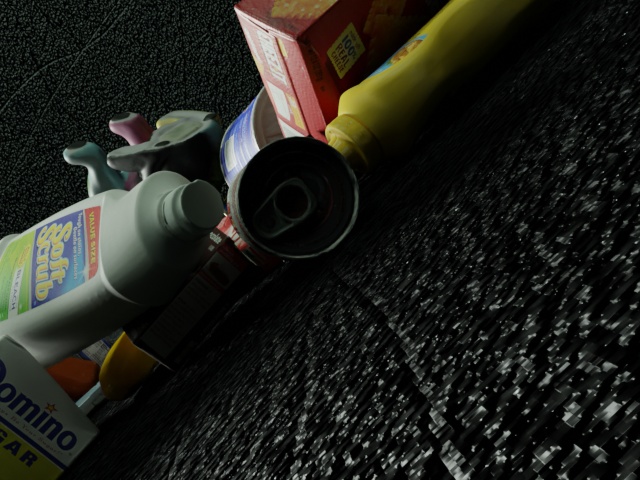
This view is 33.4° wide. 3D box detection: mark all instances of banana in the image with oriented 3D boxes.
[{"bbox_3d":[-0.115,0.061,0.799,0.070,0.037,0.197,-37,8,43],"label":"banana"}]

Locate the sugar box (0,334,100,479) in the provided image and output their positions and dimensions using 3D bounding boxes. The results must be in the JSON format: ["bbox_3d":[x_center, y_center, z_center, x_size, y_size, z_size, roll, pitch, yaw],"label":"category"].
[{"bbox_3d":[-0.216,0.139,0.634,0.048,0.093,0.176,-35,10,36],"label":"sugar box"}]

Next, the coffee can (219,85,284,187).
[{"bbox_3d":[-0.026,-0.086,0.942,0.102,0.103,0.140,-44,6,-17],"label":"coffee can"}]

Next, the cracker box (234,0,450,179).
[{"bbox_3d":[0.053,-0.164,0.779,0.213,0.072,0.164,-44,-35,-16],"label":"cracker box"}]

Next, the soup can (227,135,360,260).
[{"bbox_3d":[-0.019,-0.023,0.631,0.068,0.068,0.102,-43,6,-6],"label":"soup can"}]

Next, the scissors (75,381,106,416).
[{"bbox_3d":[-0.185,0.132,0.855,0.202,0.016,0.096,-40,8,25],"label":"scissors"}]

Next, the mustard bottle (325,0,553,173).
[{"bbox_3d":[0.069,-0.108,0.707,0.191,0.058,0.096,-44,5,-16],"label":"mustard bottle"}]

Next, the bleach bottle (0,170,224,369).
[{"bbox_3d":[-0.139,0.011,0.676,0.251,0.068,0.102,-27,48,47],"label":"bleach bottle"}]

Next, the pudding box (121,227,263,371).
[{"bbox_3d":[-0.093,0.030,0.710,0.090,0.039,0.114,-50,25,-5],"label":"pudding box"}]
